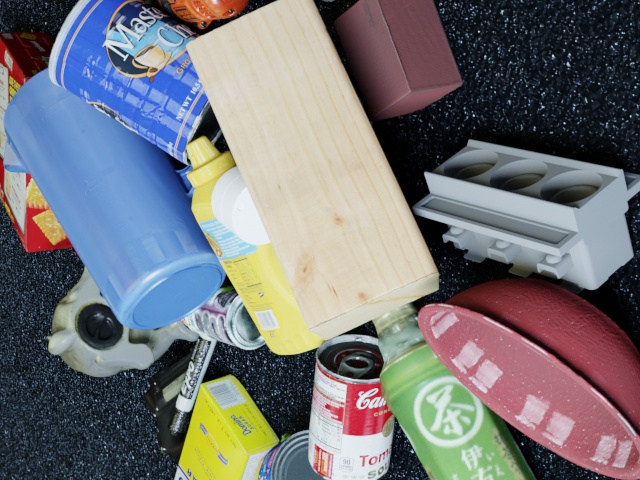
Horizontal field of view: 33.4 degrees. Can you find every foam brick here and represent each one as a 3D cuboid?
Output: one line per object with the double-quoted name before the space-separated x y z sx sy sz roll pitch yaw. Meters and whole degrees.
"foam brick" 0.054 -0.130 0.737 0.053 0.051 0.078 -27 79 54

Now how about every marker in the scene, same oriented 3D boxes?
"marker" -0.128 0.140 1.074 0.020 0.020 0.121 27 99 48

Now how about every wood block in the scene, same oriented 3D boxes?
"wood block" -0.003 -0.048 0.716 0.091 0.090 0.206 56 -170 -78

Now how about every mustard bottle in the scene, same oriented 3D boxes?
"mustard bottle" -0.055 0.001 0.881 0.191 0.058 0.096 60 154 -9

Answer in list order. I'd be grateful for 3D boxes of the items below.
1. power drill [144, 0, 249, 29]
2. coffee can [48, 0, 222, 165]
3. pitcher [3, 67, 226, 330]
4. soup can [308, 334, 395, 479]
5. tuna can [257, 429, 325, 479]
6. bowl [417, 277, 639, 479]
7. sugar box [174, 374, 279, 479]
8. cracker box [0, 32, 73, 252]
"power drill" -0.158 -0.253 0.900 0.057 0.187 0.185 -57 27 -9
"coffee can" -0.146 -0.144 0.919 0.140 0.102 0.103 32 134 5
"pitcher" -0.176 -0.048 0.980 0.243 0.144 0.149 57 136 24
"soup can" 0.027 0.136 0.851 0.069 0.068 0.102 33 127 45
"tuna can" -0.010 0.207 0.911 0.034 0.085 0.086 -40 69 55
"bowl" 0.139 0.072 0.643 0.162 0.055 0.162 36 163 12
"sugar box" -0.100 0.229 1.082 0.093 0.048 0.176 51 137 34
"cracker box" -0.332 -0.118 1.253 0.164 0.072 0.214 47 136 50
